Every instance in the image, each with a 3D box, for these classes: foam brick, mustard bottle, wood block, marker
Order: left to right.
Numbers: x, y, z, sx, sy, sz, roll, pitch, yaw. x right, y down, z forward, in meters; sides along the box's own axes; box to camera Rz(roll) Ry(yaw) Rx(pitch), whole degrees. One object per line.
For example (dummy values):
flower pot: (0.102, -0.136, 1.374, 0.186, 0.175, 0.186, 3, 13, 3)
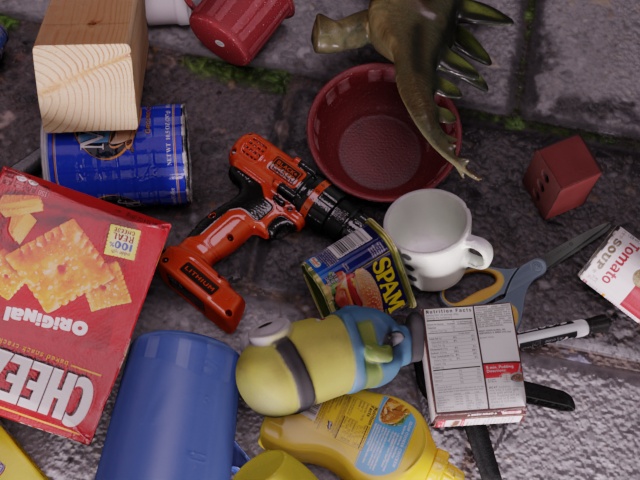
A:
wood block: (-0.226, -0.195, 1.072, 0.090, 0.090, 0.206, -2, 32, -4)
mustard bottle: (0.045, 0.187, 1.006, 0.191, 0.058, 0.096, 23, 56, 7)
marker: (0.235, 0.092, 1.065, 0.121, 0.020, 0.020, -10, 69, -14)
foam brick: (0.249, -0.066, 1.103, 0.051, 0.078, 0.053, -23, 69, -11)

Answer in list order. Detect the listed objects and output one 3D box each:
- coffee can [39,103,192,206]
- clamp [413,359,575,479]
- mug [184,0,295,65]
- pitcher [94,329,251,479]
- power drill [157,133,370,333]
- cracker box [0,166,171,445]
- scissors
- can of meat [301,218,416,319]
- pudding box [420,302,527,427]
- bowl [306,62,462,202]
coffee can: (-0.203, -0.084, 1.078, 0.140, 0.103, 0.103, -4, 69, -4)
clamp: (0.160, 0.142, 1.040, 0.120, 0.039, 0.171, -32, 73, -19)
mug: (-0.097, -0.251, 1.152, 0.117, 0.093, 0.081, 37, 76, -7)
pitcher: (-0.131, 0.213, 0.963, 0.145, 0.149, 0.243, 1, 65, 14)
power drill: (-0.057, 0.001, 1.077, 0.184, 0.057, 0.187, 36, 69, 15)
cracker box: (-0.249, 0.059, 0.972, 0.164, 0.072, 0.213, 20, 76, -7)
scissors: (0.220, 0.048, 1.090, 0.201, 0.016, 0.096, -14, 72, -7)
can of meat: (0.036, 0.043, 1.041, 0.084, 0.102, 0.057, -31, 39, -10)
pudding box: (0.143, 0.117, 1.010, 0.090, 0.039, 0.113, -4, 60, 0)
bowl: (0.065, -0.104, 1.122, 0.162, 0.055, 0.162, 1, 69, -2)
